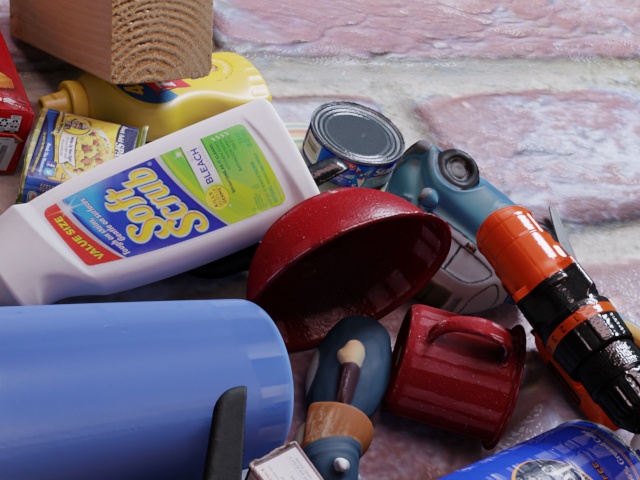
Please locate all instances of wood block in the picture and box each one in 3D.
[{"bbox_3d":[-0.179,-0.197,0.887,0.090,0.091,0.206,-11,25,-34],"label":"wood block"}]

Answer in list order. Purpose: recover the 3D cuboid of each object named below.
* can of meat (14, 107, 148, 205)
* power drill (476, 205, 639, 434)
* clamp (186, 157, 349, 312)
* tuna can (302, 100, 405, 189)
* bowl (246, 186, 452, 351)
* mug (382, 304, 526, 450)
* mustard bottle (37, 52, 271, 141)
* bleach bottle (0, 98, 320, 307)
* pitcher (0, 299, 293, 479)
[{"bbox_3d":[-0.182,-0.052,0.818,0.084,0.057,0.102,12,42,-10],"label":"can of meat"},{"bbox_3d":[0.191,0.077,0.763,0.057,0.187,0.184,-33,57,4],"label":"power drill"},{"bbox_3d":[-0.055,0.001,0.816,0.171,0.039,0.120,-5,80,-9],"label":"clamp"},{"bbox_3d":[0.028,-0.082,0.929,0.086,0.034,0.086,12,41,-11],"label":"tuna can"},{"bbox_3d":[0.009,0.012,0.752,0.161,0.162,0.055,-9,58,-32],"label":"bowl"},{"bbox_3d":[0.095,0.088,0.753,0.081,0.117,0.093,16,58,-1],"label":"mug"},{"bbox_3d":[-0.145,-0.120,0.905,0.191,0.058,0.096,-11,41,-32],"label":"mustard bottle"},{"bbox_3d":[-0.130,-0.007,0.742,0.250,0.068,0.102,-27,85,-17],"label":"bleach bottle"},{"bbox_3d":[-0.147,0.092,0.636,0.242,0.145,0.149,-4,73,-32],"label":"pitcher"}]
